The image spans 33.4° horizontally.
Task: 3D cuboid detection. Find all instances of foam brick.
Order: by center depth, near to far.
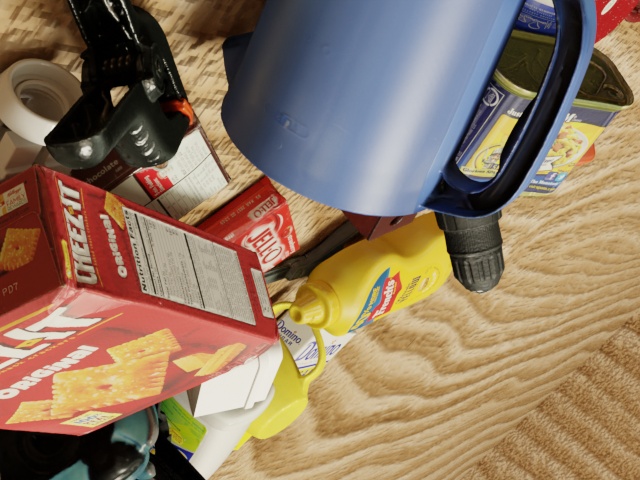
[{"bbox_3d":[0.053,-0.047,0.852,0.052,0.051,0.078,-24,154,-36],"label":"foam brick"}]

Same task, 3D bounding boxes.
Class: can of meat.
[{"bbox_3d":[0.119,-0.073,0.636,0.101,0.057,0.084,3,138,-29],"label":"can of meat"}]

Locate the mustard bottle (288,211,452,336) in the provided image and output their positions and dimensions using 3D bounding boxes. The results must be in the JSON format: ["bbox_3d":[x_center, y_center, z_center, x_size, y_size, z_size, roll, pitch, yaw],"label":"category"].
[{"bbox_3d":[0.042,0.037,0.945,0.191,0.058,0.096,-20,148,-45],"label":"mustard bottle"}]

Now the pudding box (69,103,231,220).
[{"bbox_3d":[-0.113,-0.030,0.621,0.113,0.039,0.090,-35,162,-5],"label":"pudding box"}]

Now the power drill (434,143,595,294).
[{"bbox_3d":[0.149,-0.070,0.841,0.187,0.057,0.184,-27,111,-45],"label":"power drill"}]

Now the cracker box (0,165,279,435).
[{"bbox_3d":[-0.143,0.047,0.589,0.164,0.072,0.213,-26,159,18],"label":"cracker box"}]

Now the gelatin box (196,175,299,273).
[{"bbox_3d":[-0.055,0.001,0.793,0.073,0.030,0.089,-36,159,-11],"label":"gelatin box"}]

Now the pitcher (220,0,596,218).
[{"bbox_3d":[0.056,-0.135,0.530,0.149,0.145,0.243,10,126,-21],"label":"pitcher"}]

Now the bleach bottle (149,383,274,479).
[{"bbox_3d":[-0.123,0.178,0.931,0.067,0.103,0.251,-31,158,-40],"label":"bleach bottle"}]

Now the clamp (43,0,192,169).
[{"bbox_3d":[-0.094,-0.089,0.495,0.039,0.120,0.171,-1,180,4],"label":"clamp"}]

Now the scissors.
[{"bbox_3d":[-0.008,0.011,0.915,0.096,0.016,0.201,-50,158,19],"label":"scissors"}]
